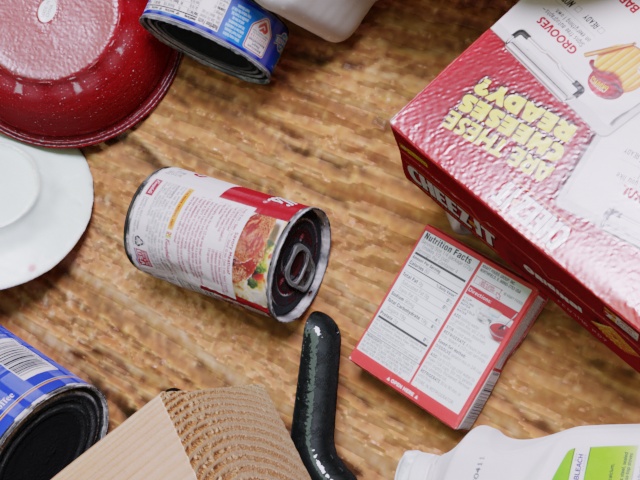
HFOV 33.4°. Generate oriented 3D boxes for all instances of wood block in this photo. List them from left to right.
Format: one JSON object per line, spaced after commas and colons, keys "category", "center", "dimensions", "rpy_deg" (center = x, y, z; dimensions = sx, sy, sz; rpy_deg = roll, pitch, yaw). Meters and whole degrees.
{"category": "wood block", "center": [-0.107, 0.169, 0.569], "dimensions": [0.206, 0.090, 0.091], "rpy_deg": [-39, 67, 24]}

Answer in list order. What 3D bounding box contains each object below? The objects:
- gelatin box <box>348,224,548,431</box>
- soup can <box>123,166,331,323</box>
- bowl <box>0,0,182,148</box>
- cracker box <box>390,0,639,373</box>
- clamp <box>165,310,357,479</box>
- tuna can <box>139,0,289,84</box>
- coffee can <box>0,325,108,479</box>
{"category": "gelatin box", "center": [0.070, 0.047, 0.580], "dimensions": [0.073, 0.030, 0.089], "rpy_deg": [31, 92, 26]}
{"category": "soup can", "center": [-0.054, 0.001, 0.619], "dimensions": [0.102, 0.068, 0.068], "rpy_deg": [17, 85, 25]}
{"category": "bowl", "center": [-0.167, -0.140, 0.666], "dimensions": [0.162, 0.055, 0.162], "rpy_deg": [0, 90, -2]}
{"category": "cracker box", "center": [0.167, -0.067, 0.518], "dimensions": [0.213, 0.072, 0.164], "rpy_deg": [-44, 65, -7]}
{"category": "clamp", "center": [-0.009, 0.127, 0.587], "dimensions": [0.120, 0.039, 0.171], "rpy_deg": [-40, 71, 25]}
{"category": "tuna can", "center": [-0.063, -0.128, 0.639], "dimensions": [0.086, 0.086, 0.034], "rpy_deg": [22, 86, 24]}
{"category": "coffee can", "center": [-0.214, 0.098, 0.643], "dimensions": [0.140, 0.102, 0.103], "rpy_deg": [28, 90, 24]}
